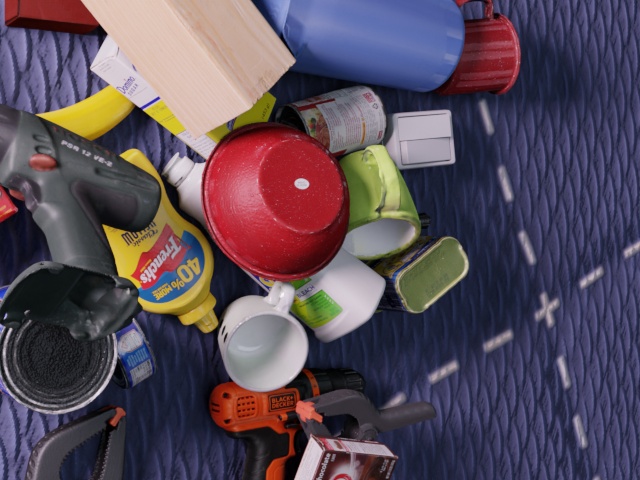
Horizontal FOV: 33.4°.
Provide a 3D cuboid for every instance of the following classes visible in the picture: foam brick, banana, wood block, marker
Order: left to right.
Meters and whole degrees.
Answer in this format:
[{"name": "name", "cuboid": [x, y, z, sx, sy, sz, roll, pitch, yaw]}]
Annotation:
[{"name": "banana", "cuboid": [-0.253, -0.116, 0.997, 0.197, 0.037, 0.069, -9, 94, -29]}, {"name": "foam brick", "cuboid": [-0.248, -0.224, 0.990, 0.078, 0.053, 0.051, 1, 90, -30]}, {"name": "wood block", "cuboid": [-0.131, -0.208, 0.967, 0.206, 0.091, 0.090, 51, 49, -16]}, {"name": "marker", "cuboid": [0.072, -0.016, 1.191, 0.120, 0.020, 0.020, -8, 94, -29]}]

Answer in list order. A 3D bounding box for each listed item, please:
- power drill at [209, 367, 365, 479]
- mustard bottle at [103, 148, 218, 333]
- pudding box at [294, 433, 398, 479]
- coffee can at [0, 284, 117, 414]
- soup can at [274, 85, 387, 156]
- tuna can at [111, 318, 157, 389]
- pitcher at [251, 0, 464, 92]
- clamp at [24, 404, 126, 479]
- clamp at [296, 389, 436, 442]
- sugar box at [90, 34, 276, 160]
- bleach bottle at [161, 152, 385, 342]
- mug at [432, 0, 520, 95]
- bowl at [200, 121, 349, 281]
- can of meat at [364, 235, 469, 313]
[{"name": "power drill", "cuboid": [-0.028, 0.229, 1.118, 0.184, 0.057, 0.187, -3, 90, -32]}, {"name": "mustard bottle", "cuboid": [-0.160, 0.013, 1.037, 0.096, 0.058, 0.191, -37, 109, -8]}, {"name": "pudding box", "cuboid": [0.016, 0.254, 1.068, 0.089, 0.039, 0.113, 12, 101, -31]}, {"name": "coffee can", "cuboid": [-0.250, 0.092, 0.941, 0.102, 0.141, 0.103, 0, 91, -29]}, {"name": "soup can", "cuboid": [0.012, -0.122, 1.129, 0.102, 0.069, 0.068, -19, 100, -29]}, {"name": "tuna can", "cuboid": [-0.191, 0.097, 1.006, 0.033, 0.086, 0.086, -31, 105, -24]}, {"name": "pitcher", "cuboid": [0.026, -0.235, 1.107, 0.242, 0.145, 0.149, 7, 95, -35]}, {"name": "clamp", "cuboid": [-0.257, 0.242, 0.998, 0.164, 0.036, 0.210, 34, 73, -26]}, {"name": "clamp", "cuboid": [0.042, 0.213, 1.113, 0.171, 0.039, 0.120, 19, 82, -32]}, {"name": "sugar box", "cuboid": [-0.130, -0.153, 1.044, 0.176, 0.048, 0.093, 39, 52, -30]}, {"name": "bleach bottle", "cuboid": [-0.057, 0.001, 1.085, 0.250, 0.103, 0.068, 38, 53, -15]}, {"name": "mug", "cuboid": [0.166, -0.218, 1.198, 0.081, 0.093, 0.117, -9, 118, -24]}, {"name": "bowl", "cuboid": [-0.030, -0.045, 1.019, 0.161, 0.055, 0.162, 8, 73, -27]}, {"name": "can of meat", "cuboid": [0.101, 0.036, 1.171, 0.102, 0.084, 0.057, -38, 108, -24]}]
